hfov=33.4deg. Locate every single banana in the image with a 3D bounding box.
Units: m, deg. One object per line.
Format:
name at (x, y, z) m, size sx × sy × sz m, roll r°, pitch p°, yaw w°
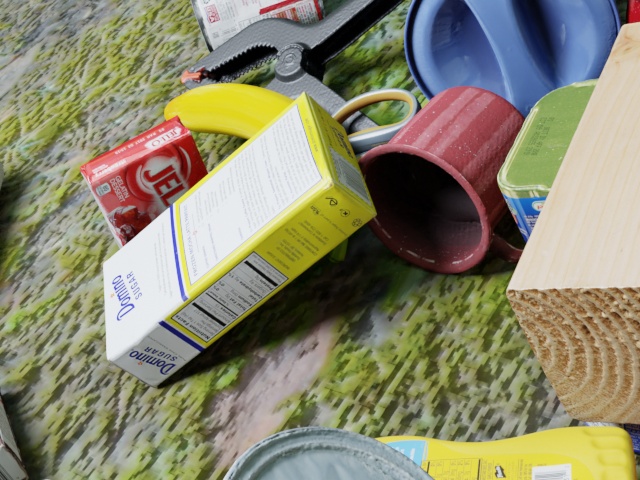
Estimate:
banana at (-0.034, -0.066, 0.719) m, size 0.069 × 0.037 × 0.198 m, roll -50°, pitch 55°, yaw 0°

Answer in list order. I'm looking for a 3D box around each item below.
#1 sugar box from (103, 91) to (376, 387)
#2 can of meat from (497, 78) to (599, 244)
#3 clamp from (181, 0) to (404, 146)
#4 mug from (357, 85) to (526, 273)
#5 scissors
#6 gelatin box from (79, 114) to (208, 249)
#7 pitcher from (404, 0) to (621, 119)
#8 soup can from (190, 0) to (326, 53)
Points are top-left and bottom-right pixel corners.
sugar box at (-0.054, 0.001, 0.636) m, size 0.176 × 0.048 × 0.093 m, roll -40°, pitch 36°, yaw 19°
can of meat at (0.148, -0.029, 0.603) m, size 0.058 × 0.084 × 0.102 m, roll -4°, pitch 41°, yaw 37°
clamp at (-0.008, -0.136, 0.798) m, size 0.210 × 0.036 × 0.164 m, roll 5°, pitch 72°, yaw 32°
mug at (0.089, -0.034, 0.646) m, size 0.117 × 0.093 × 0.081 m, roll 36°, pitch 54°, yaw 10°
scissors at (-0.018, -0.038, 0.733) m, size 0.202 × 0.016 × 0.096 m, roll -25°, pitch 62°, yaw 18°
gelatin box at (-0.107, -0.027, 0.702) m, size 0.073 × 0.089 × 0.030 m, roll -28°, pitch 41°, yaw -11°
pitcher at (0.142, -0.196, 0.743) m, size 0.149 × 0.145 × 0.242 m, roll -37°, pitch 20°, yaw 34°
soup can at (-0.052, -0.197, 0.889) m, size 0.102 × 0.068 × 0.068 m, roll -19°, pitch 40°, yaw 1°
